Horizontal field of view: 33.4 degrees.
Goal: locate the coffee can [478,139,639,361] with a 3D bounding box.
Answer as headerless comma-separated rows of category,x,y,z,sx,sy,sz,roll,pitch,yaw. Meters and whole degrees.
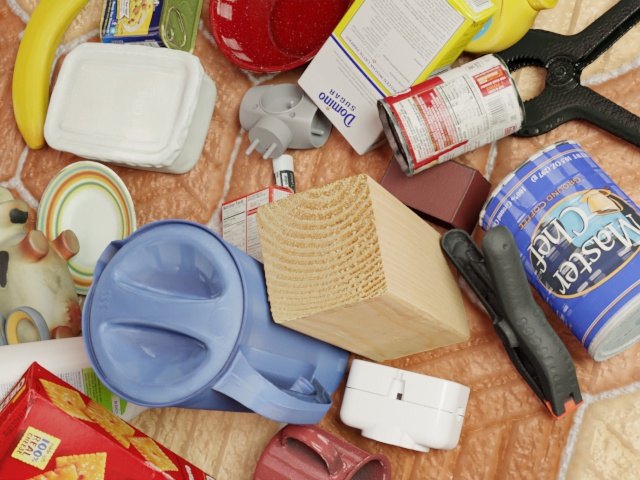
coffee can,0.205,0.007,0.821,0.103,0.102,0.140,-42,64,9

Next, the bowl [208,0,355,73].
bowl,-0.024,-0.223,1.002,0.162,0.055,0.162,-8,72,26

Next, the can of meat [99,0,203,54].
can of meat,-0.170,-0.234,1.073,0.084,0.057,0.102,3,77,27

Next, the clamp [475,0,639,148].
clamp,0.210,-0.146,0.893,0.210,0.036,0.164,3,79,27

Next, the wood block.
wood block,0.039,0.029,0.830,0.090,0.205,0.091,-17,71,19

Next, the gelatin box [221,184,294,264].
gelatin box,-0.056,0.001,0.965,0.073,0.030,0.089,-18,68,46

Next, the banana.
banana,-0.288,-0.195,1.126,0.070,0.037,0.198,18,85,28

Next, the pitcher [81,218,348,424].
pitcher,-0.060,0.081,0.840,0.145,0.242,0.149,-12,72,21

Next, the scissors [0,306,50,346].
scissors,-0.266,0.143,0.988,0.096,0.016,0.202,-20,98,29

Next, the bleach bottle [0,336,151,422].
bleach bottle,-0.215,0.135,0.947,0.250,0.102,0.068,-6,27,-12

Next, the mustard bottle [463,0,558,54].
mustard bottle,0.126,-0.205,0.904,0.192,0.058,0.096,-2,91,40

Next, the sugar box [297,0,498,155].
sugar box,0.061,-0.163,0.903,0.093,0.048,0.176,51,136,9

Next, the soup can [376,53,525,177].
soup can,0.105,-0.102,0.862,0.102,0.068,0.068,-23,68,-2

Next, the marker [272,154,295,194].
marker,-0.029,-0.019,0.977,0.020,0.020,0.121,-13,72,20

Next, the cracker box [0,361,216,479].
cracker box,-0.203,0.229,0.892,0.213,0.072,0.164,38,96,-18

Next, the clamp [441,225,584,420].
clamp,0.150,0.058,0.839,0.039,0.120,0.171,-27,103,-4

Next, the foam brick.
foam brick,0.097,-0.044,0.909,0.078,0.053,0.051,25,88,26

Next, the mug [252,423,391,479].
mug,-0.003,0.191,0.864,0.082,0.117,0.093,24,56,31
